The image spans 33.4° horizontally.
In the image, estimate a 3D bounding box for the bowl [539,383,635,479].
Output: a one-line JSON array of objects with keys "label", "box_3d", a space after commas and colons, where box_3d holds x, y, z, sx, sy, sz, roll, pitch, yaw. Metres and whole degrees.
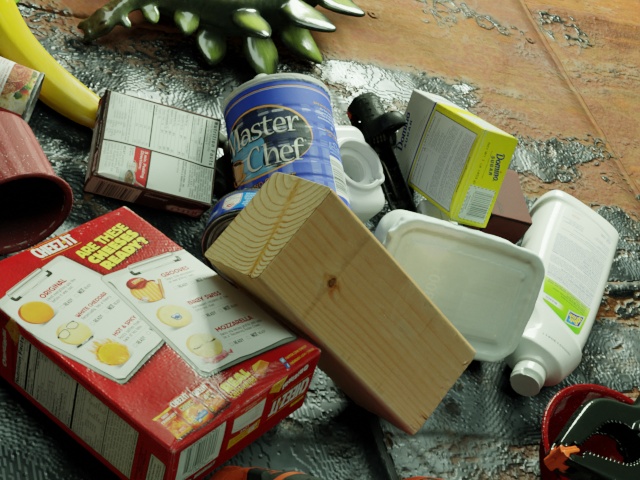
[{"label": "bowl", "box_3d": [0.254, 0.211, 0.959, 0.162, 0.055, 0.162, 17, 45, -18]}]

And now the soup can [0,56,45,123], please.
[{"label": "soup can", "box_3d": [-0.298, -0.132, 0.918, 0.102, 0.069, 0.068, 21, 44, -13]}]

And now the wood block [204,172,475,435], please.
[{"label": "wood block", "box_3d": [0.020, 0.051, 0.848, 0.090, 0.090, 0.206, -50, 121, -13]}]

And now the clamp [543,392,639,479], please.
[{"label": "clamp", "box_3d": [0.289, 0.186, 0.933, 0.209, 0.036, 0.165, -8, 56, -33]}]

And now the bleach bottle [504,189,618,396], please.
[{"label": "bleach bottle", "box_3d": [0.231, 0.057, 1.082, 0.102, 0.068, 0.250, 34, 44, 0]}]

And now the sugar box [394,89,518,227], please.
[{"label": "sugar box", "box_3d": [0.127, -0.086, 1.067, 0.048, 0.093, 0.176, 14, 16, -20]}]

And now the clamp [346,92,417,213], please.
[{"label": "clamp", "box_3d": [0.060, -0.109, 1.086, 0.039, 0.120, 0.171, -11, 40, -13]}]

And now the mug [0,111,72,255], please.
[{"label": "mug", "box_3d": [-0.265, -0.049, 0.845, 0.117, 0.093, 0.081, 1, 46, -47]}]

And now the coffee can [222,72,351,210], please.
[{"label": "coffee can", "box_3d": [-0.030, -0.066, 0.971, 0.102, 0.103, 0.140, 4, 62, -29]}]

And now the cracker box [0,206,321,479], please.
[{"label": "cracker box", "box_3d": [-0.134, 0.079, 0.792, 0.214, 0.072, 0.163, 33, 37, 23]}]

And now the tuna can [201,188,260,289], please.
[{"label": "tuna can", "box_3d": [-0.056, 0.001, 0.893, 0.086, 0.086, 0.033, 26, 35, -9]}]

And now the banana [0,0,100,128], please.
[{"label": "banana", "box_3d": [-0.263, -0.172, 0.999, 0.069, 0.037, 0.198, -21, 65, -42]}]

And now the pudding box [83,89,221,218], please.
[{"label": "pudding box", "box_3d": [-0.150, -0.078, 0.965, 0.113, 0.039, 0.090, 15, 66, -23]}]

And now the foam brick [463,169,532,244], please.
[{"label": "foam brick", "box_3d": [0.184, -0.035, 1.143, 0.053, 0.051, 0.078, 12, 46, -21]}]
